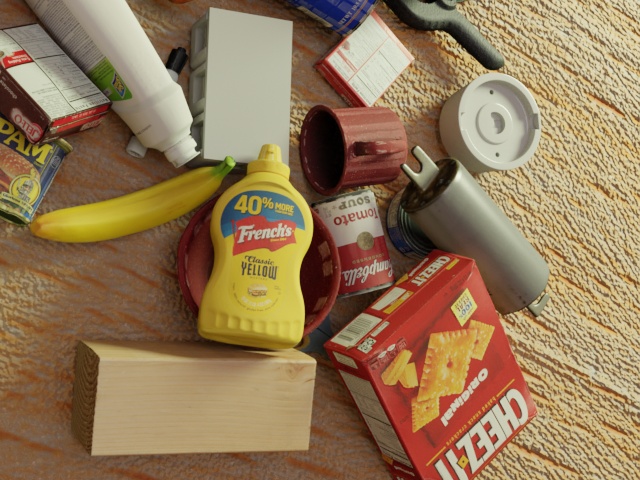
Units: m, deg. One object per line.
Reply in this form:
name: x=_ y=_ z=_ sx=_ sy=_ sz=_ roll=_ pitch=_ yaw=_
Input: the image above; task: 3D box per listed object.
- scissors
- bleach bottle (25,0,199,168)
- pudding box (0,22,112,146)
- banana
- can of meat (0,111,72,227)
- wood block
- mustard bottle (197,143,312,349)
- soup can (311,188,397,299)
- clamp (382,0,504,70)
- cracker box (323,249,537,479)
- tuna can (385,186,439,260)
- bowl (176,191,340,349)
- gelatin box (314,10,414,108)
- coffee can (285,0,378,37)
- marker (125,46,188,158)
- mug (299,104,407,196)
scissors: x=0.020 y=0.099 z=1.112 sx=0.201 sy=0.016 sz=0.096 roll=24 pitch=77 yaw=-20
bleach bottle: x=-0.198 y=-0.177 z=0.997 sx=0.068 sy=0.103 sz=0.251 roll=-39 pitch=101 yaw=-26
pudding box: x=-0.256 y=-0.142 z=0.961 sx=0.113 sy=0.039 sz=0.089 roll=48 pitch=31 yaw=6
banana: x=-0.176 y=-0.035 z=1.011 sx=0.197 sy=0.070 sz=0.037 roll=-22 pitch=62 yaw=-15
can of meat: x=-0.291 y=-0.071 z=0.967 sx=0.102 sy=0.058 sz=0.084 roll=30 pitch=75 yaw=-19
wood block: x=-0.119 y=0.145 z=0.996 sx=0.205 sy=0.090 sz=0.091 roll=3 pitch=94 yaw=-25
mustard bottle: x=-0.056 y=0.001 z=0.998 sx=0.096 sy=0.058 sz=0.191 roll=8 pitch=73 yaw=-7
soup can: x=0.034 y=0.003 z=1.101 sx=0.068 sy=0.069 sz=0.102 roll=-14 pitch=89 yaw=-25
clamp: x=0.142 y=-0.272 z=1.199 sx=0.171 sy=0.039 sz=0.120 roll=24 pitch=59 yaw=-19
cracker box: x=0.120 y=0.143 z=1.090 sx=0.164 sy=0.072 sz=0.213 roll=-39 pitch=119 yaw=-23
tuna can: x=0.115 y=-0.021 z=1.159 sx=0.086 sy=0.034 sz=0.086 roll=3 pitch=83 yaw=-24
bowl: x=-0.064 y=0.031 z=1.049 sx=0.162 sy=0.055 sz=0.162 roll=4 pitch=74 yaw=-14
gelatin box: x=0.047 y=-0.192 z=1.150 sx=0.073 sy=0.030 sz=0.089 roll=47 pitch=68 yaw=-15
coffee can: x=-0.009 y=-0.288 z=1.095 sx=0.140 sy=0.103 sz=0.102 roll=28 pitch=73 yaw=-20
marker: x=-0.160 y=-0.138 z=1.055 sx=0.020 sy=0.020 sz=0.121 roll=27 pitch=74 yaw=-20
mug: x=0.042 y=-0.096 z=1.092 sx=0.081 sy=0.117 sz=0.093 roll=-8 pitch=95 yaw=-30
